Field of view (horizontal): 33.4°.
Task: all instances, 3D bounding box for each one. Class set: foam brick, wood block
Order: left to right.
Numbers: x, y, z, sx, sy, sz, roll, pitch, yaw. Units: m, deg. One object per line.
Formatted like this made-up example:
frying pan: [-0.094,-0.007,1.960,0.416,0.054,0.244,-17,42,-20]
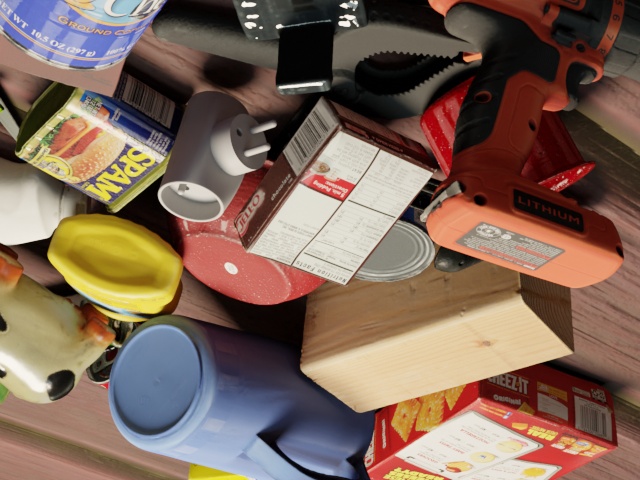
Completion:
foam brick: [-0.157,-0.134,0.669,0.078,0.051,0.053,16,143,-15]
wood block: [0.094,0.064,0.884,0.206,0.090,0.090,-21,136,31]

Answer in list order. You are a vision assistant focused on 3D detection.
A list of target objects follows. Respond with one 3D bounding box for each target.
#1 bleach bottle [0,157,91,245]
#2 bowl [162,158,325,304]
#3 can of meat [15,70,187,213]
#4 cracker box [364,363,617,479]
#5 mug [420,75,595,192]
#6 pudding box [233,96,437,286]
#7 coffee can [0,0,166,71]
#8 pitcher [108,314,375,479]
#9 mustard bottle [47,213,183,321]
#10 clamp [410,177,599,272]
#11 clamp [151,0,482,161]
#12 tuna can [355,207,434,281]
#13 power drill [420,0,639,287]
bleach bottle: [-0.301,-0.043,0.803,0.250,0.068,0.103,6,145,-6]
bowl: [-0.055,0.001,0.805,0.162,0.055,0.162,18,150,10]
can of meat: [-0.153,-0.076,0.746,0.083,0.057,0.102,31,137,-28]
cracker box: [0.162,0.192,1.069,0.164,0.072,0.214,21,142,-20]
mug: [0.120,-0.062,0.701,0.093,0.081,0.117,-29,170,16]
pudding box: [0.009,-0.029,0.716,0.089,0.039,0.114,20,120,-35]
coffee can: [-0.113,-0.172,0.569,0.102,0.103,0.141,24,140,-25]
pitcher: [-0.058,0.146,0.911,0.149,0.145,0.242,-5,162,31]
mustard bottle: [-0.158,0.030,0.855,0.096,0.058,0.192,17,167,-3]
clamp: [0.124,-0.018,0.779,0.171,0.120,0.039,0,127,-33]
clamp: [0.006,-0.114,0.691,0.210,0.036,0.164,-13,141,29]
tuna can: [0.047,-0.005,0.841,0.086,0.033,0.086,3,144,2]
power drill: [0.139,-0.072,0.612,0.184,0.187,0.057,16,154,-10]
